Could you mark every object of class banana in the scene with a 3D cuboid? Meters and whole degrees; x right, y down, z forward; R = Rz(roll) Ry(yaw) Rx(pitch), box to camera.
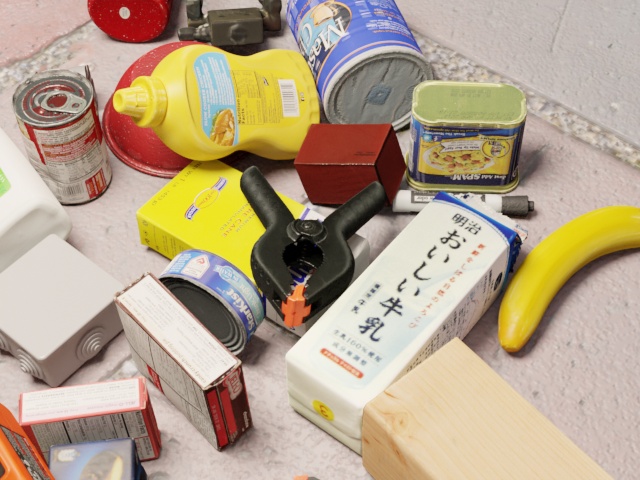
[{"bbox_3d":[0.208,0.019,0.865,0.197,0.037,0.070,-28,55,-19],"label":"banana"}]

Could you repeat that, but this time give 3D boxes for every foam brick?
[{"bbox_3d":[0.026,-0.065,0.917,0.078,0.051,0.053,4,50,26],"label":"foam brick"}]

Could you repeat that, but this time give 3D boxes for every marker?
[{"bbox_3d":[0.123,-0.032,0.919,0.121,0.020,0.020,3,51,4],"label":"marker"}]

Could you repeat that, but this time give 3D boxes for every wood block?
[{"bbox_3d":[0.128,0.176,0.706,0.090,0.090,0.206,-33,57,-23],"label":"wood block"}]

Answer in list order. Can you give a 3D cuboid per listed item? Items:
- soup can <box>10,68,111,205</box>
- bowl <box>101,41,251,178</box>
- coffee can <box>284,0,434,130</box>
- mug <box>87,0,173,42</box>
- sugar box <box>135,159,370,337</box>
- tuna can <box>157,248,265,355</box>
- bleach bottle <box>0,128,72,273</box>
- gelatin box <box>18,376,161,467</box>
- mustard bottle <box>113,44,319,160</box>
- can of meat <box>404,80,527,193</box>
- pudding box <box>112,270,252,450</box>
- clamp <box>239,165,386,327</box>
[{"bbox_3d":[-0.221,-0.087,0.921,0.068,0.102,0.068,-1,51,1],"label":"soup can"},{"bbox_3d":[-0.126,-0.134,0.987,0.162,0.055,0.162,-1,51,0],"label":"bowl"},{"bbox_3d":[0.034,-0.179,0.988,0.102,0.103,0.140,-13,52,-9],"label":"coffee can"},{"bbox_3d":[-0.175,-0.255,1.061,0.117,0.093,0.081,-8,54,17],"label":"mug"},{"bbox_3d":[-0.056,0.001,0.881,0.176,0.048,0.093,26,54,23],"label":"sugar box"},{"bbox_3d":[-0.086,0.048,0.819,0.086,0.086,0.033,23,53,19],"label":"tuna can"},{"bbox_3d":[-0.314,-0.061,0.926,0.102,0.068,0.251,-44,54,-4],"label":"bleach bottle"},{"bbox_3d":[-0.162,0.132,0.760,0.089,0.073,0.030,-8,51,-5],"label":"gelatin box"},{"bbox_3d":[-0.089,-0.116,0.903,0.191,0.058,0.096,-5,87,-43],"label":"mustard bottle"},{"bbox_3d":[0.125,-0.090,0.925,0.102,0.084,0.057,2,51,3],"label":"can of meat"},{"bbox_3d":[-0.100,0.089,0.783,0.039,0.090,0.114,-37,59,-25],"label":"pudding box"},{"bbox_3d":[-0.002,-0.001,0.826,0.120,0.039,0.171,-3,42,-2],"label":"clamp"}]
